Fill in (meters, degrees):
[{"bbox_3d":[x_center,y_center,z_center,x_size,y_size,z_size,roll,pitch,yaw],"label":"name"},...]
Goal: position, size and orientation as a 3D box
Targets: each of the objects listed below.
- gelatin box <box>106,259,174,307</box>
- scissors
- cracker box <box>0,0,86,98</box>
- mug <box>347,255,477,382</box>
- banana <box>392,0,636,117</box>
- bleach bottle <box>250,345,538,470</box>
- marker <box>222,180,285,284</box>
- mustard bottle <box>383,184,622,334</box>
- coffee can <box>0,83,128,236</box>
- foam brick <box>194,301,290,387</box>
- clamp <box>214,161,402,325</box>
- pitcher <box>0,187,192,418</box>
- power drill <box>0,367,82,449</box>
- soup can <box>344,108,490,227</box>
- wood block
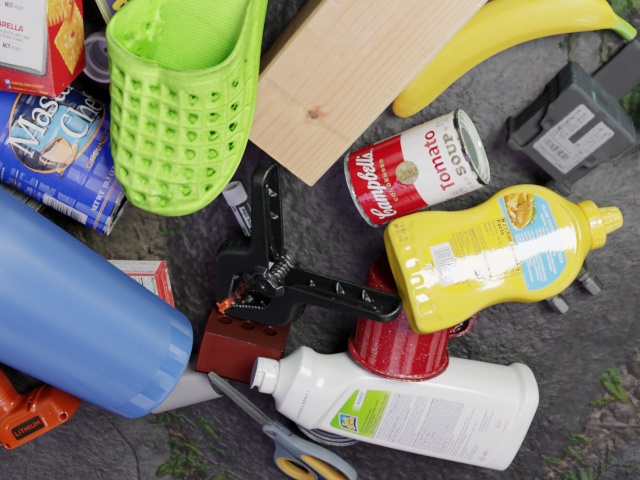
[{"bbox_3d":[-0.186,0.055,1.022,0.089,0.030,0.073,0,120,10],"label":"gelatin box"},{"bbox_3d":[-0.051,0.193,1.061,0.201,0.016,0.096,37,146,-18],"label":"scissors"},{"bbox_3d":[-0.265,-0.223,0.782,0.164,0.072,0.214,10,125,8],"label":"cracker box"},{"bbox_3d":[0.087,0.065,0.945,0.117,0.093,0.081,-2,120,-19],"label":"mug"},{"bbox_3d":[0.138,-0.151,0.824,0.198,0.037,0.069,-16,116,20],"label":"banana"},{"bbox_3d":[0.063,0.139,0.973,0.250,0.068,0.103,13,116,-10],"label":"bleach bottle"},{"bbox_3d":[-0.056,0.001,0.968,0.020,0.020,0.121,-15,117,19],"label":"marker"},{"bbox_3d":[0.154,0.006,0.870,0.191,0.058,0.096,-16,81,-5],"label":"mustard bottle"},{"bbox_3d":[-0.219,-0.081,0.900,0.140,0.102,0.103,28,123,-7],"label":"coffee can"},{"bbox_3d":[-0.073,0.099,1.013,0.078,0.053,0.051,14,123,1],"label":"foam brick"},{"bbox_3d":[-0.029,0.033,0.919,0.164,0.036,0.210,44,146,-3],"label":"clamp"},{"bbox_3d":[-0.236,0.053,0.923,0.145,0.149,0.242,-32,127,33],"label":"pitcher"},{"bbox_3d":[-0.325,0.112,1.070,0.185,0.057,0.187,-29,109,29],"label":"power drill"},{"bbox_3d":[0.080,-0.059,0.875,0.102,0.068,0.068,-21,115,21],"label":"soup can"},{"bbox_3d":[0.028,-0.153,0.814,0.090,0.090,0.206,37,121,-14],"label":"wood block"}]
